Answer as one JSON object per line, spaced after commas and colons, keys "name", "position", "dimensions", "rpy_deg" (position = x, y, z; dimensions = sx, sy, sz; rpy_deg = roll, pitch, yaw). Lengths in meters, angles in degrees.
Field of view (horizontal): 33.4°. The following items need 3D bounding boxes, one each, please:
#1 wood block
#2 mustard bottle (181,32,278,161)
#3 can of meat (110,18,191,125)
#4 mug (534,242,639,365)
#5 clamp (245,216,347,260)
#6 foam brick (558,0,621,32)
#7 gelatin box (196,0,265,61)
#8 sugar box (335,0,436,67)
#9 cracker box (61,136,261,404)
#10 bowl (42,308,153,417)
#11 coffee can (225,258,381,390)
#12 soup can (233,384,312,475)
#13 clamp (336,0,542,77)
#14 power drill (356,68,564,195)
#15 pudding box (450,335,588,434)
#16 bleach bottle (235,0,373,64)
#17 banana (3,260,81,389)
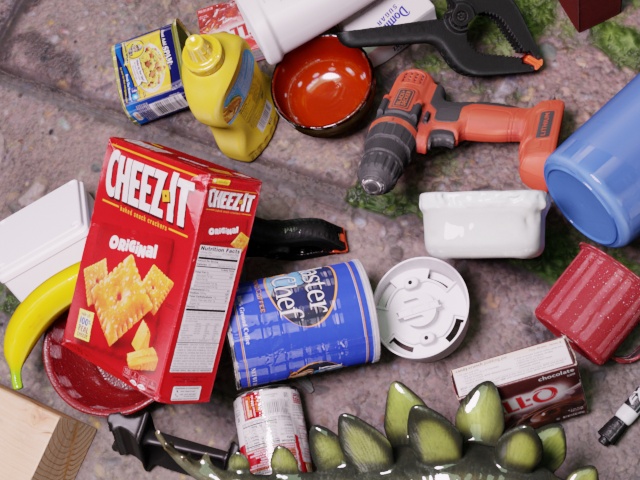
{"name": "wood block", "position": [-0.352, 0.191, 1.109], "dimensions": [0.206, 0.090, 0.091], "rpy_deg": [20, 78, 19]}
{"name": "mustard bottle", "position": [-0.097, -0.159, 1.103], "dimensions": [0.058, 0.191, 0.096], "rpy_deg": [16, 77, 18]}
{"name": "can of meat", "position": [-0.184, -0.189, 1.209], "dimensions": [0.084, 0.057, 0.102], "rpy_deg": [-18, 68, 11]}
{"name": "mug", "position": [0.264, 0.069, 0.999], "dimensions": [0.117, 0.093, 0.081], "rpy_deg": [39, 89, -14]}
{"name": "clamp", "position": [-0.057, 0.001, 1.087], "dimensions": [0.120, 0.171, 0.039], "rpy_deg": [-20, 67, 53]}
{"name": "foam brick", "position": [0.278, -0.262, 1.102], "dimensions": [0.051, 0.078, 0.053], "rpy_deg": [-26, 70, 4]}
{"name": "gelatin box", "position": [-0.092, -0.238, 1.215], "dimensions": [0.089, 0.030, 0.073], "rpy_deg": [-15, 69, 10]}
{"name": "sugar box", "position": [0.042, -0.282, 1.188], "dimensions": [0.093, 0.048, 0.176], "rpy_deg": [-35, 71, -1]}
{"name": "cracker box", "position": [-0.154, 0.025, 0.998], "dimensions": [0.164, 0.071, 0.214], "rpy_deg": [21, 101, 43]}
{"name": "bowl", "position": [-0.205, 0.108, 1.116], "dimensions": [0.162, 0.055, 0.162], "rpy_deg": [-5, 71, 13]}
{"name": "coffee can", "position": [-0.021, 0.081, 1.033], "dimensions": [0.140, 0.103, 0.103], "rpy_deg": [-11, 69, -7]}
{"name": "soup can", "position": [-0.046, 0.198, 1.039], "dimensions": [0.068, 0.068, 0.102], "rpy_deg": [-14, 69, 9]}
{"name": "clamp", "position": [0.140, -0.240, 1.096], "dimensions": [0.210, 0.036, 0.164], "rpy_deg": [22, 94, -11]}
{"name": "power drill", "position": [0.141, -0.099, 1.061], "dimensions": [0.188, 0.057, 0.184], "rpy_deg": [11, 46, 13]}
{"name": "pudding box", "position": [0.184, 0.139, 0.985], "dimensions": [0.113, 0.090, 0.039], "rpy_deg": [-20, 49, 7]}
{"name": "bleach bottle", "position": [0.035, -0.284, 1.126], "dimensions": [0.251, 0.068, 0.103], "rpy_deg": [-27, 53, -1]}
{"name": "banana", "position": [-0.258, 0.065, 1.097], "dimensions": [0.198, 0.037, 0.069], "rpy_deg": [-41, 93, 1]}
